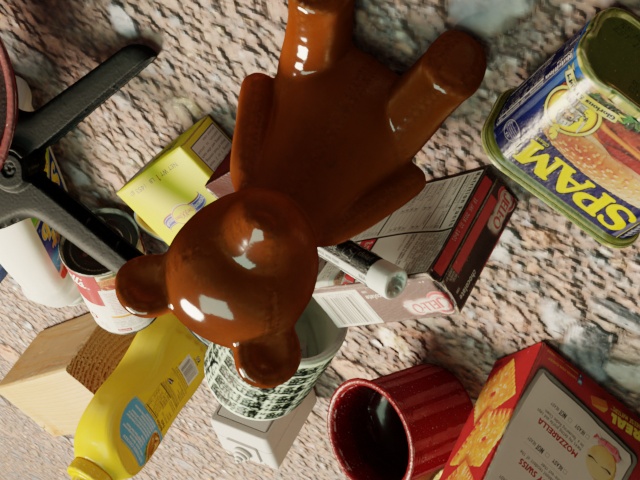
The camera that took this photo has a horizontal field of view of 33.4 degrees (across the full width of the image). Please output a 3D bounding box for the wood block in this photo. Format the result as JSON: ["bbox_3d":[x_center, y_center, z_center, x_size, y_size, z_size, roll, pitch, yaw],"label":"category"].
[{"bbox_3d":[-0.250,0.141,1.128,0.090,0.090,0.207,44,148,-18],"label":"wood block"}]

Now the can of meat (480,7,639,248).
[{"bbox_3d":[0.145,-0.054,0.526,0.102,0.057,0.084,35,146,-7],"label":"can of meat"}]

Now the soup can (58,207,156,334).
[{"bbox_3d":[-0.177,0.028,0.916,0.069,0.068,0.102,20,151,19],"label":"soup can"}]

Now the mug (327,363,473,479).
[{"bbox_3d":[0.058,0.145,0.834,0.117,0.081,0.093,-17,86,49],"label":"mug"}]

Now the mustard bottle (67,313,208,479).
[{"bbox_3d":[-0.174,0.160,0.985,0.058,0.191,0.096,16,146,25],"label":"mustard bottle"}]

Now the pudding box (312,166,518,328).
[{"bbox_3d":[0.056,0.006,0.658,0.114,0.090,0.039,-10,128,49],"label":"pudding box"}]

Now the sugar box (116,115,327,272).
[{"bbox_3d":[-0.055,0.001,0.775,0.176,0.048,0.094,48,138,-13],"label":"sugar box"}]

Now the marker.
[{"bbox_3d":[0.003,0.001,0.631,0.121,0.020,0.020,31,155,40],"label":"marker"}]

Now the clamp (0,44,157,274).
[{"bbox_3d":[-0.201,-0.042,0.737,0.210,0.036,0.164,-4,100,14],"label":"clamp"}]

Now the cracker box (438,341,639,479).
[{"bbox_3d":[0.157,0.204,0.729,0.164,0.213,0.072,37,149,-9],"label":"cracker box"}]

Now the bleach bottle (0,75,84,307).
[{"bbox_3d":[-0.243,-0.023,0.896,0.068,0.102,0.251,2,149,9],"label":"bleach bottle"}]
